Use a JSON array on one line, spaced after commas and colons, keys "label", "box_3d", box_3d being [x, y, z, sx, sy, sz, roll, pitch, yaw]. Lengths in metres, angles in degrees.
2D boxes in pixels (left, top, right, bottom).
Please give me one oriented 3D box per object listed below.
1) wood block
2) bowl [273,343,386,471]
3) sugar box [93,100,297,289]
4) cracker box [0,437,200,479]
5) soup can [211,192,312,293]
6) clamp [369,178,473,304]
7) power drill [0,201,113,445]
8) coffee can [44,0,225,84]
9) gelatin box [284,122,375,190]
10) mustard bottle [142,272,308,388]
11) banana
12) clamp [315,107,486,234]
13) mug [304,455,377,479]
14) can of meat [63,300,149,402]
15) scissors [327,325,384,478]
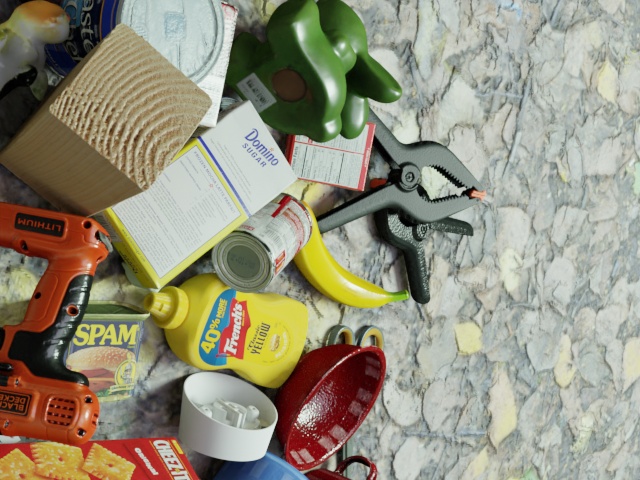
[{"label": "wood block", "box_3d": [-0.177, -0.086, 0.844, 0.090, 0.206, 0.090, 40, 69, -17]}, {"label": "bowl", "box_3d": [0.000, 0.170, 1.163, 0.161, 0.055, 0.162, -37, 146, -31]}, {"label": "sugar box", "box_3d": [-0.115, -0.044, 0.985, 0.176, 0.048, 0.093, -40, 109, -25]}, {"label": "cracker box", "box_3d": [-0.231, 0.255, 0.931, 0.213, 0.072, 0.164, 9, 120, -44]}, {"label": "soup can", "box_3d": [-0.057, 0.001, 1.060, 0.102, 0.069, 0.068, -49, 133, -58]}, {"label": "clamp", "box_3d": [0.120, -0.020, 1.269, 0.120, 0.039, 0.171, -50, 128, -27]}, {"label": "power drill", "box_3d": [-0.258, 0.066, 0.876, 0.057, 0.184, 0.187, 94, 6, -76]}, {"label": "coffee can", "box_3d": [-0.163, -0.180, 0.896, 0.102, 0.141, 0.103, -11, 106, -42]}, {"label": "gelatin box", "box_3d": [0.008, -0.095, 1.129, 0.089, 0.030, 0.073, 10, 92, -13]}, {"label": "mustard bottle", "box_3d": [-0.099, 0.084, 1.071, 0.191, 0.058, 0.096, 23, 88, -43]}, {"label": "banana", "box_3d": [0.014, 0.025, 1.166, 0.070, 0.037, 0.197, -40, 129, 14]}, {"label": "clamp", "box_3d": [0.088, -0.081, 1.189, 0.209, 0.036, 0.164, 5, 94, -20]}, {"label": "mug", "box_3d": [0.023, 0.299, 1.215, 0.093, 0.082, 0.117, 38, 73, -41]}, {"label": "can of meat", "box_3d": [-0.211, 0.100, 0.967, 0.101, 0.058, 0.084, 5, 97, -48]}, {"label": "scissors", "box_3d": [0.047, 0.186, 1.260, 0.096, 0.016, 0.202, -26, 116, -37]}]
